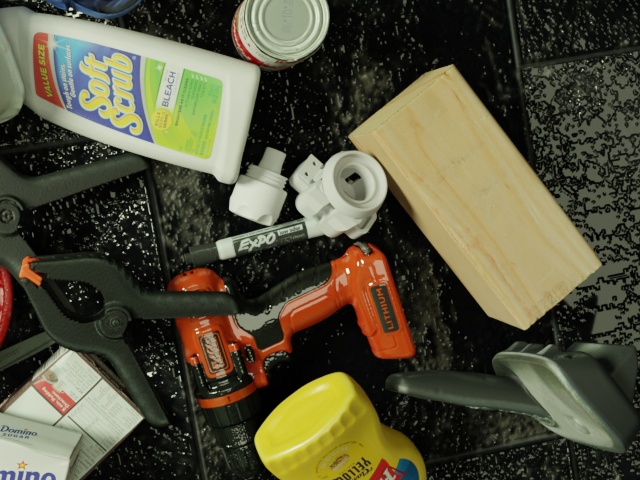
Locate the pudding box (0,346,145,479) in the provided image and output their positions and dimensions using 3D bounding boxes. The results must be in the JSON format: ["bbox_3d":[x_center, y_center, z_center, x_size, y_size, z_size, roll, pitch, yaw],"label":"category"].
[{"bbox_3d":[-0.213,0.150,0.882,0.113,0.039,0.090,-43,102,-1],"label":"pudding box"}]

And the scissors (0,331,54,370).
[{"bbox_3d":[-0.303,0.099,0.874,0.201,0.016,0.096,-41,100,-4],"label":"scissors"}]

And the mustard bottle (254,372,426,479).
[{"bbox_3d":[0.034,0.194,0.893,0.096,0.058,0.191,-39,128,2],"label":"mustard bottle"}]

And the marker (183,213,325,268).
[{"bbox_3d":[-0.056,0.001,0.904,0.121,0.020,0.020,-15,97,-8],"label":"marker"}]

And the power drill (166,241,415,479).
[{"bbox_3d":[-0.019,0.092,0.899,0.187,0.057,0.184,-19,101,-8],"label":"power drill"}]

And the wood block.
[{"bbox_3d":[0.128,-0.036,0.895,0.090,0.091,0.206,-39,99,-5],"label":"wood block"}]

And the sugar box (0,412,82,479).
[{"bbox_3d":[-0.254,0.227,0.852,0.093,0.048,0.176,14,110,-1],"label":"sugar box"}]

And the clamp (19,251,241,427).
[{"bbox_3d":[-0.159,0.071,0.830,0.171,0.039,0.120,22,89,-13],"label":"clamp"}]

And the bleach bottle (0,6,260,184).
[{"bbox_3d":[-0.179,-0.121,0.853,0.250,0.068,0.102,12,102,-6],"label":"bleach bottle"}]

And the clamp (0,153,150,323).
[{"bbox_3d":[-0.245,-0.007,0.832,0.209,0.036,0.164,11,81,-25],"label":"clamp"}]

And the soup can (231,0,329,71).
[{"bbox_3d":[-0.033,-0.172,0.851,0.068,0.102,0.068,-1,95,-9],"label":"soup can"}]
